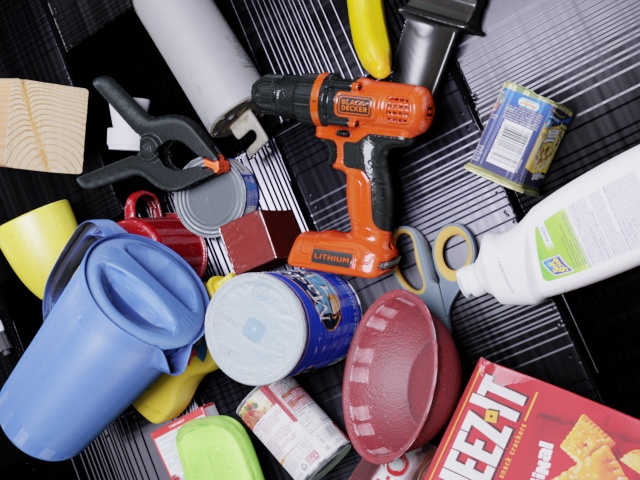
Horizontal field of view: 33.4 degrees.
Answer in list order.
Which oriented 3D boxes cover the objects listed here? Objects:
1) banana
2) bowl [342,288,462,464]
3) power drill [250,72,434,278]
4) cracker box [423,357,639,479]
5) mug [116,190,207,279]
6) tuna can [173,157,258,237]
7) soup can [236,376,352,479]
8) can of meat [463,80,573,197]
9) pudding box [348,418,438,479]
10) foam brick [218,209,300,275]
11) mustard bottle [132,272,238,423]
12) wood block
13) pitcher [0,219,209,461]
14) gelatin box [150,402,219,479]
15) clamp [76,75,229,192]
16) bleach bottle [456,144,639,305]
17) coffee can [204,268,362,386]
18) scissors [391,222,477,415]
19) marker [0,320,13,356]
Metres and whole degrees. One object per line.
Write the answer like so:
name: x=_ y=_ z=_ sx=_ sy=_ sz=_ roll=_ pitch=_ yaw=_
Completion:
banana: x=0.045 y=-0.237 z=1.019 sx=0.037 sy=0.070 sz=0.198 roll=-1 pitch=76 yaw=-4
bowl: x=0.082 y=0.129 z=0.987 sx=0.162 sy=0.055 sz=0.162 roll=-38 pitch=45 yaw=52
power drill: x=0.013 y=-0.065 z=1.018 sx=0.185 sy=0.057 sz=0.188 roll=10 pitch=105 yaw=26
cracker box: x=0.206 y=0.217 z=0.924 sx=0.214 sy=0.072 sz=0.164 roll=21 pitch=71 yaw=22
mug: x=-0.180 y=0.005 z=1.123 sx=0.093 sy=0.081 sz=0.117 roll=-9 pitch=88 yaw=24
tuna can: x=-0.108 y=-0.046 z=1.116 sx=0.086 sy=0.033 sz=0.086 roll=1 pitch=92 yaw=24
soup can: x=-0.026 y=0.188 z=1.065 sx=0.102 sy=0.068 sz=0.069 roll=46 pitch=108 yaw=16
can of meat: x=0.178 y=-0.089 z=0.949 sx=0.057 sy=0.102 sz=0.084 roll=27 pitch=100 yaw=22
pudding box: x=0.074 y=0.240 z=1.009 sx=0.090 sy=0.039 sz=0.113 roll=28 pitch=68 yaw=23
foam brick: x=-0.057 y=0.001 z=1.070 sx=0.051 sy=0.078 sz=0.053 roll=-22 pitch=82 yaw=22
mustard bottle: x=-0.137 y=0.099 z=1.100 sx=0.192 sy=0.058 sz=0.096 roll=-48 pitch=67 yaw=30
wood block: x=-0.346 y=-0.125 z=1.154 sx=0.207 sy=0.090 sz=0.091 roll=9 pitch=95 yaw=46
pitcher: x=-0.228 y=0.106 z=1.058 sx=0.145 sy=0.149 sz=0.243 roll=32 pitch=125 yaw=-16
gelatin box: x=-0.129 y=0.228 z=1.133 sx=0.073 sy=0.030 sz=0.089 roll=-30 pitch=82 yaw=22
clamp: x=-0.175 y=-0.106 z=1.100 sx=0.172 sy=0.039 sz=0.120 roll=6 pitch=104 yaw=18
bleach bottle: x=0.234 y=-0.015 z=0.944 sx=0.251 sy=0.068 sz=0.102 roll=-25 pitch=82 yaw=24
coffee can: x=-0.032 y=0.079 z=1.025 sx=0.103 sy=0.140 sz=0.103 roll=1 pitch=91 yaw=24
scissors: x=0.130 y=0.071 z=1.020 sx=0.096 sy=0.016 sz=0.202 roll=-29 pitch=80 yaw=22
marker: x=-0.391 y=0.080 z=1.255 sx=0.020 sy=0.020 sz=0.121 roll=-30 pitch=79 yaw=22
